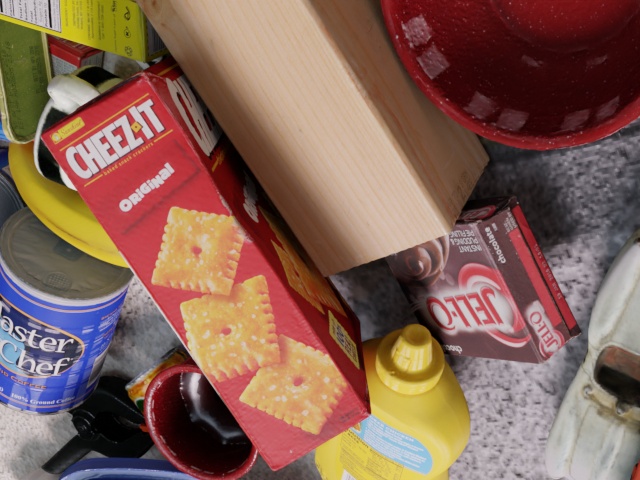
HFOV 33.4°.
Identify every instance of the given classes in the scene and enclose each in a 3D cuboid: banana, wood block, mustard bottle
[{"bbox_3d":[-0.167,-0.025,0.783,0.198,0.069,0.037,24,140,21],"label":"banana"},{"bbox_3d":[-0.004,-0.095,0.588,0.091,0.090,0.206,-21,112,36],"label":"wood block"},{"bbox_3d":[0.048,0.116,0.689,0.096,0.058,0.192,34,145,21],"label":"mustard bottle"}]

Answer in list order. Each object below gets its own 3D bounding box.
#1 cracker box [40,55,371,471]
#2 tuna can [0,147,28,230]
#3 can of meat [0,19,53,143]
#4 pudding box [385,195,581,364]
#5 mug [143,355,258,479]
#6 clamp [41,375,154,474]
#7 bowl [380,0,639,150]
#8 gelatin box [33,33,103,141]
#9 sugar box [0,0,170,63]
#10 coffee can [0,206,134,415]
[{"bbox_3d":[-0.054,0.001,0.613,0.072,0.164,0.213,-31,102,7],"label":"cracker box"},{"bbox_3d":[-0.256,-0.031,0.862,0.086,0.033,0.086,17,124,26],"label":"tuna can"},{"bbox_3d":[-0.235,-0.121,0.738,0.084,0.057,0.102,13,122,25],"label":"can of meat"},{"bbox_3d":[0.089,0.023,0.624,0.090,0.039,0.114,63,158,-10],"label":"pudding box"},{"bbox_3d":[-0.058,0.112,0.770,0.117,0.081,0.093,-14,104,30],"label":"mug"},{"bbox_3d":[-0.203,0.145,0.925,0.172,0.039,0.120,-14,112,33],"label":"clamp"},{"bbox_3d":[0.112,-0.130,0.534,0.162,0.055,0.162,17,124,26],"label":"bowl"},{"bbox_3d":[-0.198,-0.113,0.777,0.073,0.030,0.089,28,127,17],"label":"gelatin box"},{"bbox_3d":[-0.152,-0.163,0.674,0.176,0.093,0.048,18,123,26],"label":"sugar box"},{"bbox_3d":[-0.208,0.054,0.832,0.103,0.102,0.140,36,131,12],"label":"coffee can"}]
